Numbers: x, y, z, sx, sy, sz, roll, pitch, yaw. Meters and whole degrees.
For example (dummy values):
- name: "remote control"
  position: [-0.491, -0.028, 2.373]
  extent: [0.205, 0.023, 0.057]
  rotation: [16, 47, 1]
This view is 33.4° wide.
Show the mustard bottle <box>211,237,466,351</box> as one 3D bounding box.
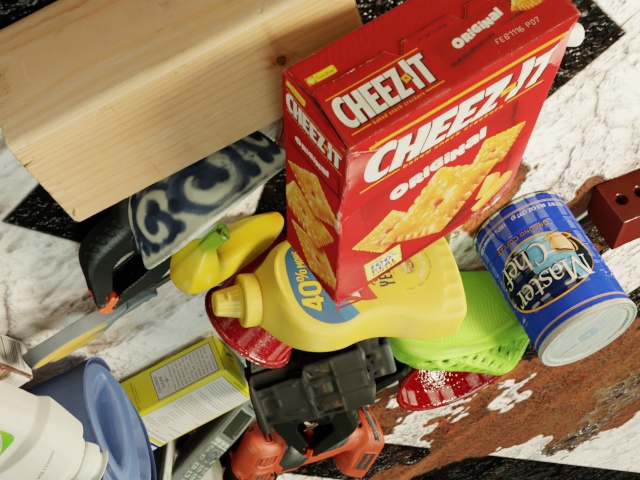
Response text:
- name: "mustard bottle"
  position: [0.011, 0.039, 0.831]
  extent: [0.191, 0.096, 0.058]
  rotation: [-6, 147, -16]

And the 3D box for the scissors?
- name: "scissors"
  position: [-0.156, 0.051, 0.887]
  extent: [0.201, 0.016, 0.096]
  rotation: [-31, 177, -23]

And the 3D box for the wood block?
- name: "wood block"
  position: [-0.084, -0.109, 0.633]
  extent: [0.206, 0.090, 0.090]
  rotation: [-27, 149, 1]

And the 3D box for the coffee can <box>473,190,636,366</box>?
- name: "coffee can"
  position: [0.227, 0.037, 1.044]
  extent: [0.102, 0.140, 0.103]
  rotation: [-19, 149, -12]

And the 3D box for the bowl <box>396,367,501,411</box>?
- name: "bowl"
  position: [0.148, 0.127, 1.206]
  extent: [0.162, 0.055, 0.162]
  rotation: [-19, 149, -12]

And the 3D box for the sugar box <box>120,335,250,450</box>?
- name: "sugar box"
  position: [-0.159, 0.161, 1.033]
  extent: [0.176, 0.048, 0.093]
  rotation: [-25, 150, 4]

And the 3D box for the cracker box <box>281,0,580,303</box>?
- name: "cracker box"
  position: [0.061, -0.063, 0.673]
  extent: [0.164, 0.072, 0.214]
  rotation: [-32, 160, -15]

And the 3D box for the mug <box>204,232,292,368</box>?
- name: "mug"
  position: [-0.034, 0.045, 0.920]
  extent: [0.082, 0.093, 0.117]
  rotation: [-47, 173, 23]

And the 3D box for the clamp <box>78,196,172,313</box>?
- name: "clamp"
  position: [-0.122, -0.013, 0.801]
  extent: [0.120, 0.039, 0.172]
  rotation: [3, 136, -32]

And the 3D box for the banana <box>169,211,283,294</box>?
- name: "banana"
  position: [-0.072, 0.010, 0.796]
  extent: [0.070, 0.037, 0.197]
  rotation: [-27, -179, 10]

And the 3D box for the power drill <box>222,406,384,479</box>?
- name: "power drill"
  position: [-0.027, 0.269, 1.285]
  extent: [0.187, 0.057, 0.185]
  rotation: [-9, 145, -28]

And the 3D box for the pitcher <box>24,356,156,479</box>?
- name: "pitcher"
  position: [-0.274, 0.210, 0.915]
  extent: [0.243, 0.145, 0.149]
  rotation: [-23, 166, 5]

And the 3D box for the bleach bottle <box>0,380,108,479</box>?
- name: "bleach bottle"
  position: [-0.280, 0.135, 0.780]
  extent: [0.250, 0.068, 0.103]
  rotation: [24, 120, -23]

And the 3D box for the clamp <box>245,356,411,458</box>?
- name: "clamp"
  position: [-0.011, 0.168, 1.116]
  extent: [0.164, 0.036, 0.210]
  rotation: [8, 142, -11]
